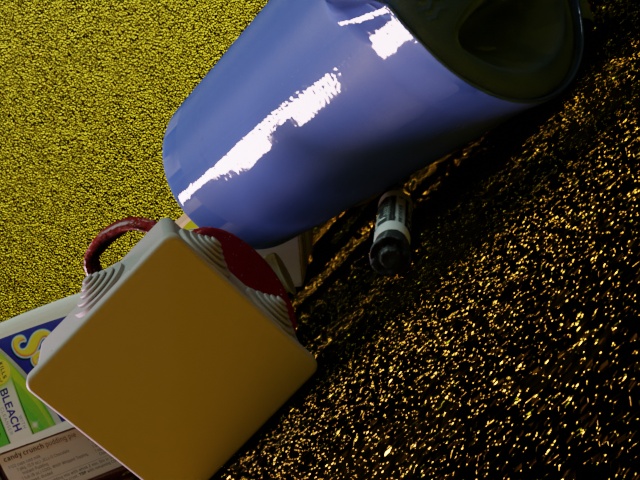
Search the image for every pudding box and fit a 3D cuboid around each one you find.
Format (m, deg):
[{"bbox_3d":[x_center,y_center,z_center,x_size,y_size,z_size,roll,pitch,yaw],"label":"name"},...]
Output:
[{"bbox_3d":[-0.152,0.139,0.599,0.090,0.039,0.113,-41,-14,33],"label":"pudding box"}]

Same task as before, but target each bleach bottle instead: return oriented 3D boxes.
[{"bbox_3d":[-0.136,0.069,0.671,0.251,0.102,0.068,-27,-16,7],"label":"bleach bottle"}]

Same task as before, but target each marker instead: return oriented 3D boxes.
[{"bbox_3d":[0.036,-0.005,0.523,0.020,0.020,0.121,-45,6,13],"label":"marker"}]

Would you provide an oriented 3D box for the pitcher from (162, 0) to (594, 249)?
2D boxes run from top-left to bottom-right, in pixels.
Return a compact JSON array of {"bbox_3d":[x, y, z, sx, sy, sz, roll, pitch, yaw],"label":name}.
[{"bbox_3d":[0.021,-0.084,0.584,0.243,0.149,0.145,-32,24,50],"label":"pitcher"}]
